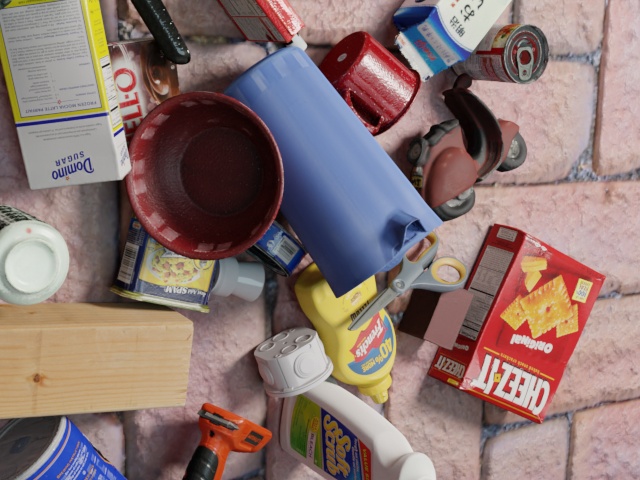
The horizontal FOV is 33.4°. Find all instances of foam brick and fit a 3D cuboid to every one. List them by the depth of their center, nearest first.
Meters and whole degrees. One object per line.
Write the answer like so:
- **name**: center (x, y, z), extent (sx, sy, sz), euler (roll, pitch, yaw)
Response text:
- **foam brick**: center (0.141, 0.087, 1.296), extent (0.051, 0.053, 0.078), euler (25, 87, -34)

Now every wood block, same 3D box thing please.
- **wood block**: center (-0.238, 0.113, 1.038), extent (0.205, 0.090, 0.091), euler (2, 100, -33)

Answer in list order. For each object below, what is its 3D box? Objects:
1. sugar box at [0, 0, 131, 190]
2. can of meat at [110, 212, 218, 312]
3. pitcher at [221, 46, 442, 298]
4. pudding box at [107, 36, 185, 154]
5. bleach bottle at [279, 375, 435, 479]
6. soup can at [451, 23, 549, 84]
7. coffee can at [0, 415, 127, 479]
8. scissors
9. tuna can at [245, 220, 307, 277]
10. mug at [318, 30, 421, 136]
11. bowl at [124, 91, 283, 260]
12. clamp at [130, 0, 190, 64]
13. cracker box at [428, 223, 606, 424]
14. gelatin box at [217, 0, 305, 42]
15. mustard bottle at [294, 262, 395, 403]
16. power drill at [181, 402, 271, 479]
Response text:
- **sugar box**: center (-0.239, -0.140, 0.988), extent (0.093, 0.048, 0.176), euler (-5, 110, 7)
- **can of meat**: center (-0.155, 0.022, 1.092), extent (0.101, 0.058, 0.084), euler (13, 91, -34)
- **pitcher**: center (0.000, -0.069, 1.095), extent (0.149, 0.144, 0.243), euler (-36, 88, 21)
- **pudding box**: center (-0.185, -0.140, 1.048), extent (0.089, 0.039, 0.113), euler (-15, 108, -30)
- **bleach bottle**: center (0.048, 0.224, 1.146), extent (0.067, 0.251, 0.102), euler (6, 97, -33)
- **soup can**: center (0.206, -0.218, 1.242), extent (0.068, 0.102, 0.068), euler (-7, 104, -31)
- **coffee can**: center (-0.253, 0.244, 1.049), extent (0.102, 0.103, 0.140), euler (-45, 120, -17)
- **scissors**: center (0.107, 0.059, 1.222), extent (0.096, 0.016, 0.201), euler (30, 45, 2)
- **tuna can**: center (-0.057, 0.001, 1.132), extent (0.086, 0.086, 0.033), euler (43, 78, -31)
- **mug**: center (0.047, -0.164, 1.154), extent (0.081, 0.093, 0.117), euler (37, 45, -28)
- **bowl**: center (-0.106, -0.064, 1.035), extent (0.055, 0.162, 0.162), euler (-31, 126, -73)
- **clamp**: center (-0.180, -0.287, 1.012), extent (0.209, 0.036, 0.164), euler (33, 66, -23)
- **cracker box**: center (0.254, 0.108, 1.361), extent (0.164, 0.072, 0.213), euler (26, 87, -33)
- **gelatin box**: center (-0.064, -0.236, 1.074), extent (0.030, 0.089, 0.073), euler (-48, 121, -15)
- **mustard bottle**: center (0.040, 0.108, 1.233), extent (0.096, 0.058, 0.191), euler (-39, 119, -34)
- **power drill**: center (-0.118, 0.278, 1.144), extent (0.187, 0.057, 0.184), euler (-67, 158, -13)
